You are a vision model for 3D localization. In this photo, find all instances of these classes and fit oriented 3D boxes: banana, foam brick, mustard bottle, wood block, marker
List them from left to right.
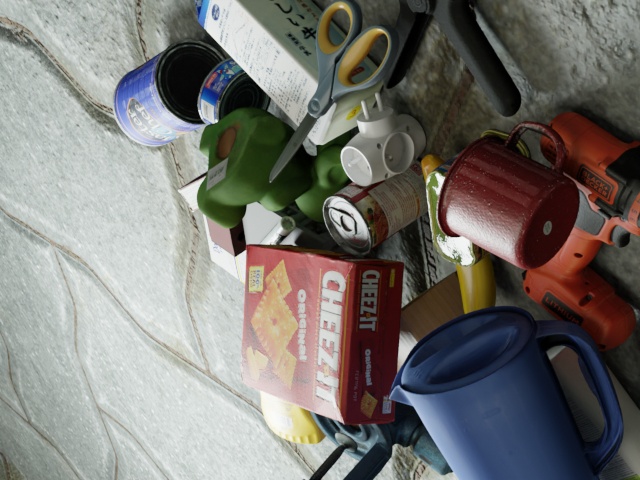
[{"bbox_3d":[-0.099,-0.026,1.353,0.051,0.078,0.053,31,144,37],"label":"foam brick"},{"bbox_3d":[-0.058,0.002,1.249,0.020,0.020,0.121,54,151,4],"label":"marker"},{"bbox_3d":[-0.044,0.169,1.364,0.096,0.058,0.191,16,131,37],"label":"mustard bottle"},{"bbox_3d":[0.140,0.003,1.043,0.037,0.069,0.198,-12,104,19],"label":"banana"},{"bbox_3d":[0.155,0.150,1.135,0.206,0.090,0.091,54,151,5],"label":"wood block"}]

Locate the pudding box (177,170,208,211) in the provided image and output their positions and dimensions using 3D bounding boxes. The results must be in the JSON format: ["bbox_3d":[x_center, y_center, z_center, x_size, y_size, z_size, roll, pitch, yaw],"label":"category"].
[{"bbox_3d":[-0.113,-0.079,1.309,0.039,0.089,0.114,59,151,-5],"label":"pudding box"}]

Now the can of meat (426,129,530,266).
[{"bbox_3d":[0.145,-0.037,0.975,0.058,0.083,0.102,25,138,43],"label":"can of meat"}]

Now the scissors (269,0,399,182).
[{"bbox_3d":[-0.006,-0.148,1.013,0.202,0.016,0.096,-38,72,36],"label":"scissors"}]

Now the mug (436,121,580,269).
[{"bbox_3d":[0.160,-0.039,0.863,0.082,0.093,0.117,32,102,37],"label":"mug"}]

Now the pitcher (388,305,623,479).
[{"bbox_3d":[0.188,0.187,0.968,0.149,0.144,0.243,3,126,60],"label":"pitcher"}]

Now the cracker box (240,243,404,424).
[{"bbox_3d":[-0.006,0.092,1.136,0.214,0.071,0.164,9,97,57],"label":"cracker box"}]

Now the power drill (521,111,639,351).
[{"bbox_3d":[0.249,0.005,0.892,0.185,0.057,0.188,43,145,31],"label":"power drill"}]

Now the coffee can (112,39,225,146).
[{"bbox_3d":[-0.182,-0.178,1.303,0.141,0.102,0.103,-11,109,58],"label":"coffee can"}]

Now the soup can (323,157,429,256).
[{"bbox_3d":[0.062,-0.038,1.078,0.069,0.102,0.068,37,145,31],"label":"soup can"}]

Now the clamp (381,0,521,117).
[{"bbox_3d":[0.104,-0.206,0.920,0.165,0.036,0.210,28,139,41],"label":"clamp"}]

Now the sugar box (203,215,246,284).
[{"bbox_3d":[-0.082,0.022,1.408,0.176,0.048,0.093,36,145,39],"label":"sugar box"}]

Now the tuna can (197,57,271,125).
[{"bbox_3d":[-0.096,-0.162,1.210,0.034,0.086,0.086,33,143,33],"label":"tuna can"}]
